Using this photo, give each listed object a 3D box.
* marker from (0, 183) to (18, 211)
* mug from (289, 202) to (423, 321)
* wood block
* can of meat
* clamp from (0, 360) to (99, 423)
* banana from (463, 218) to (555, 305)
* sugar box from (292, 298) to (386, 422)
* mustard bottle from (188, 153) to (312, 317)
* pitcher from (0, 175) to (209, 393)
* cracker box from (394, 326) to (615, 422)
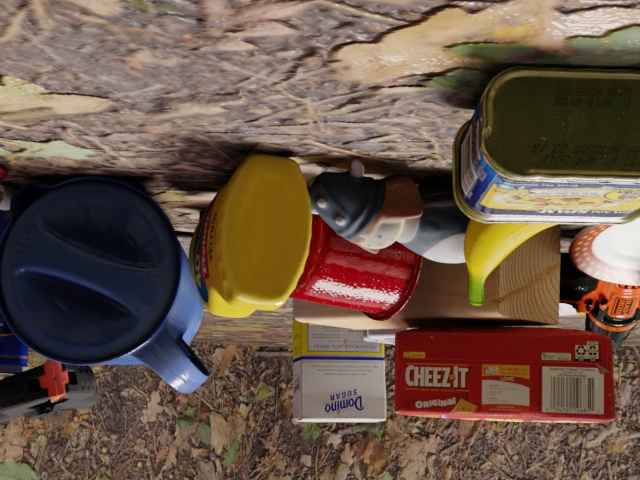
[{"bbox_3d":[-0.221,-0.025,0.844,0.020,0.020,0.121,-1,172,19],"label":"marker"},{"bbox_3d":[0.012,0.001,0.789,0.081,0.093,0.117,12,-155,-29],"label":"mug"},{"bbox_3d":[0.084,0.025,0.881,0.207,0.090,0.090,-5,169,42],"label":"wood block"},{"bbox_3d":[0.118,-0.043,0.506,0.102,0.057,0.084,1,170,1],"label":"can of meat"},{"bbox_3d":[-0.215,0.121,0.851,0.120,0.039,0.172,-14,173,-34],"label":"clamp"},{"bbox_3d":[0.157,-0.019,0.648,0.198,0.069,0.037,-23,-160,41],"label":"banana"},{"bbox_3d":[0.018,0.100,1.114,0.093,0.176,0.048,3,170,-14],"label":"sugar box"},{"bbox_3d":[-0.056,0.004,0.740,0.058,0.096,0.192,6,172,-14],"label":"mustard bottle"},{"bbox_3d":[-0.154,0.047,0.852,0.145,0.149,0.243,1,170,2],"label":"pitcher"},{"bbox_3d":[0.153,0.110,0.894,0.164,0.072,0.213,0,174,10],"label":"cracker box"}]
